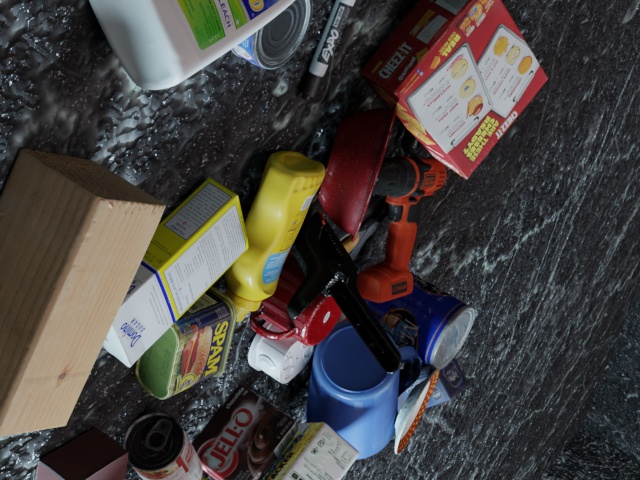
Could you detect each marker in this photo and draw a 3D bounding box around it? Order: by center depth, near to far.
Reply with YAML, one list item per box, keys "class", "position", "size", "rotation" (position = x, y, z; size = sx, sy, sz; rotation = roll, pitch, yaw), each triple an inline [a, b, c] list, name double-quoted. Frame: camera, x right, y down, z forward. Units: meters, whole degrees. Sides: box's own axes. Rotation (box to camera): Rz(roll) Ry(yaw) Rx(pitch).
- class: "marker"
  position: [0.007, -0.200, 1.088]
  size: [0.020, 0.020, 0.121]
  rotation: [-7, 124, -60]

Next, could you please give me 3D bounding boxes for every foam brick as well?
- class: "foam brick"
  position: [-0.240, 0.234, 1.072]
  size: [0.078, 0.051, 0.053]
  rotation: [-26, 139, -50]

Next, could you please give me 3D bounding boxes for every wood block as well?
- class: "wood block"
  position: [-0.219, 0.041, 0.851]
  size: [0.090, 0.090, 0.206]
  rotation: [6, 112, -64]

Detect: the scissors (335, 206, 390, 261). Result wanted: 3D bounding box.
- class: "scissors"
  position: [0.058, 0.000, 1.410]
  size: [0.201, 0.016, 0.096]
  rotation: [-29, 143, -48]

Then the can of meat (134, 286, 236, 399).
- class: "can of meat"
  position: [-0.141, 0.107, 1.110]
  size: [0.083, 0.057, 0.102]
  rotation: [-22, 136, -49]

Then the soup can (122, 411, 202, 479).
- class: "soup can"
  position: [-0.173, 0.242, 1.185]
  size: [0.068, 0.069, 0.102]
  rotation: [-49, 154, -22]

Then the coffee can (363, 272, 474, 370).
- class: "coffee can"
  position: [0.133, 0.105, 1.516]
  size: [0.102, 0.140, 0.103]
  rotation: [-43, 150, -32]

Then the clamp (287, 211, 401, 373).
- class: "clamp"
  position: [0.005, 0.041, 1.178]
  size: [0.036, 0.210, 0.164]
  rotation: [-40, 136, 21]

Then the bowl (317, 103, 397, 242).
- class: "bowl"
  position: [0.036, -0.082, 1.188]
  size: [0.162, 0.055, 0.162]
  rotation: [-172, -81, -89]

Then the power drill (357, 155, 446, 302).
- class: "power drill"
  position: [0.092, -0.018, 1.367]
  size: [0.184, 0.057, 0.188]
  rotation: [-9, 117, -57]

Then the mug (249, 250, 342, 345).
- class: "mug"
  position: [-0.032, 0.076, 1.248]
  size: [0.117, 0.082, 0.093]
  rotation: [-37, 147, -40]

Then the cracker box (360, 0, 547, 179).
- class: "cracker box"
  position: [0.161, -0.194, 1.254]
  size: [0.164, 0.072, 0.213]
  rotation: [-51, 142, 0]

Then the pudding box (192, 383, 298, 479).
- class: "pudding box"
  position: [-0.095, 0.247, 1.310]
  size: [0.113, 0.090, 0.039]
  rotation: [-50, 155, -21]

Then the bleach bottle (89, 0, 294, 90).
- class: "bleach bottle"
  position: [-0.070, -0.219, 0.861]
  size: [0.250, 0.068, 0.102]
  rotation: [-45, 121, -40]

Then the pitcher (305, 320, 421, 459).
- class: "pitcher"
  position: [0.054, 0.192, 1.421]
  size: [0.243, 0.145, 0.149]
  rotation: [91, 16, -64]

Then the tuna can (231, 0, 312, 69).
- class: "tuna can"
  position: [-0.045, -0.200, 0.972]
  size: [0.086, 0.034, 0.086]
  rotation: [-43, 151, -32]

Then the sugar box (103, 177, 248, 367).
- class: "sugar box"
  position: [-0.146, 0.030, 1.029]
  size: [0.176, 0.048, 0.093]
  rotation: [-43, 151, -23]

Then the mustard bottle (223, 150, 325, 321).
- class: "mustard bottle"
  position: [-0.058, 0.001, 1.140]
  size: [0.192, 0.058, 0.096]
  rotation: [-67, 170, 17]
